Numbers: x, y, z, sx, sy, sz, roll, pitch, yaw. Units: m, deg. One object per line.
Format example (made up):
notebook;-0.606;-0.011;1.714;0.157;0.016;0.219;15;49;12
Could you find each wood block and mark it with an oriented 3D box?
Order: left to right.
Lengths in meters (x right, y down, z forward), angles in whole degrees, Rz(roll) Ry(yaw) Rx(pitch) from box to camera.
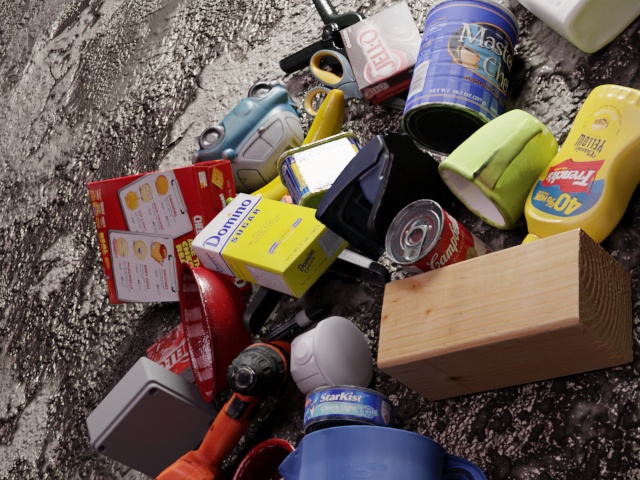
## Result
wood block;0.160;0.072;0.945;0.207;0.090;0.090;-19;50;38

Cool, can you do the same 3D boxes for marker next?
marker;-0.036;0.099;1.199;0.121;0.020;0.020;-34;42;26

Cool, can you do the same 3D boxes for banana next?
banana;-0.027;-0.093;1.295;0.197;0.069;0.037;-48;53;-9

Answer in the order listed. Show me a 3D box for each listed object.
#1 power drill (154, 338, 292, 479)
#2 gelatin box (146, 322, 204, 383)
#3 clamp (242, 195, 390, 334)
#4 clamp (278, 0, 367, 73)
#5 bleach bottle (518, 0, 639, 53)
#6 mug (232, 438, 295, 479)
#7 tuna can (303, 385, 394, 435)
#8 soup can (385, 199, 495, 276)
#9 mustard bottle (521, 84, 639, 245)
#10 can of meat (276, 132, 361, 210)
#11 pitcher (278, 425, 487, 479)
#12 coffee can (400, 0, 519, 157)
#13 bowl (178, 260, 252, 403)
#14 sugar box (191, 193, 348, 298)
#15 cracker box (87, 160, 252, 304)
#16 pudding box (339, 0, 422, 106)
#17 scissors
power drill;-0.094;0.186;1.094;0.057;0.184;0.188;36;95;10
gelatin box;-0.173;0.144;1.305;0.089;0.030;0.073;-37;41;23
clamp;-0.027;0.019;1.200;0.164;0.036;0.210;-23;36;-4
clamp;0.019;-0.275;1.401;0.172;0.039;0.120;11;88;45
bleach bottle;0.251;-0.296;1.150;0.103;0.068;0.251;-45;36;13
mug;-0.036;0.249;1.032;0.117;0.081;0.093;-8;57;44
tuna can;0.027;0.171;1.020;0.086;0.086;0.033;-20;50;37
soup can;0.119;0.015;1.023;0.069;0.102;0.068;-28;44;31
mustard bottle;0.241;-0.048;0.975;0.191;0.058;0.096;-57;36;-2
can of meat;0.011;-0.068;1.218;0.102;0.057;0.084;-19;43;-7
pitcher;0.048;0.285;0.889;0.149;0.144;0.243;-31;45;46
coffee can;0.149;-0.174;1.133;0.103;0.102;0.140;-10;56;43
bowl;-0.115;0.098;1.194;0.162;0.055;0.162;171;90;-73
sugar box;-0.058;0.001;1.169;0.177;0.048;0.093;15;54;47
cracker box;-0.191;-0.007;1.339;0.214;0.071;0.164;-5;97;42
pudding box;0.080;-0.224;1.275;0.090;0.039;0.113;-23;48;10
scissors;0.040;-0.169;1.318;0.202;0.016;0.096;46;117;41
